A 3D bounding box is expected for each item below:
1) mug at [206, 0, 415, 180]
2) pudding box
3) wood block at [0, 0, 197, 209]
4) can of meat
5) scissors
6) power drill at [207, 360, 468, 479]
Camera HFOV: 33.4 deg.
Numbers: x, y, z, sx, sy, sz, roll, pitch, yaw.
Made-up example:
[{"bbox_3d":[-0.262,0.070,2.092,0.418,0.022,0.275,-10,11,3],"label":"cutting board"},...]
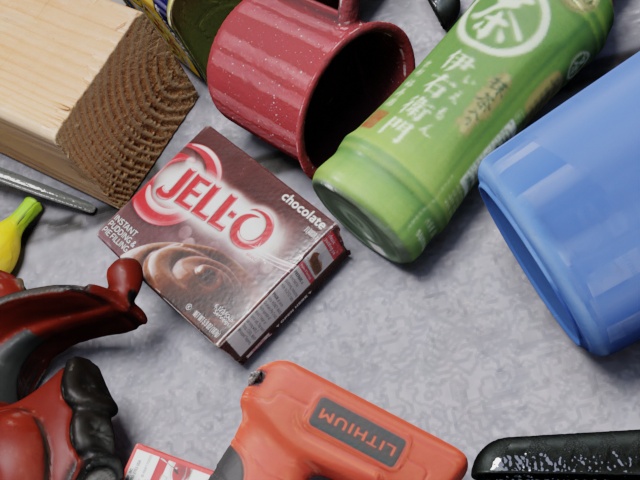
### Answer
[{"bbox_3d":[-0.007,-0.099,0.581,0.082,0.117,0.093,32,43,33],"label":"mug"},{"bbox_3d":[-0.054,0.001,0.584,0.114,0.039,0.090,38,80,29],"label":"pudding box"},{"bbox_3d":[-0.192,-0.109,0.655,0.206,0.090,0.090,24,74,26],"label":"wood block"},{"bbox_3d":[-0.077,-0.142,0.629,0.057,0.102,0.084,-44,58,-8],"label":"can of meat"},{"bbox_3d":[-0.234,-0.060,0.667,0.201,0.096,0.016,16,107,-9],"label":"scissors"},{"bbox_3d":[-0.009,0.161,0.458,0.184,0.057,0.187,29,72,3],"label":"power drill"}]
